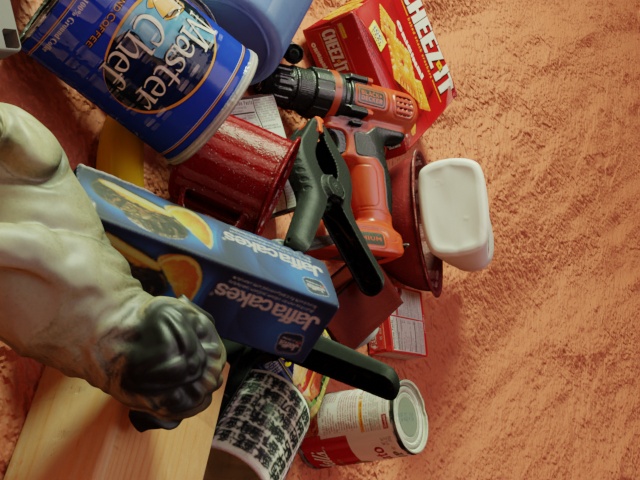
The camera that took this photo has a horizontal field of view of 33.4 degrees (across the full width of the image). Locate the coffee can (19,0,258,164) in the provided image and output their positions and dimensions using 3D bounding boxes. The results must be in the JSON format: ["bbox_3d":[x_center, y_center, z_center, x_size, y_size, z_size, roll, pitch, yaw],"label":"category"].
[{"bbox_3d":[-0.130,-0.136,0.763,0.140,0.103,0.102,37,44,-21],"label":"coffee can"}]

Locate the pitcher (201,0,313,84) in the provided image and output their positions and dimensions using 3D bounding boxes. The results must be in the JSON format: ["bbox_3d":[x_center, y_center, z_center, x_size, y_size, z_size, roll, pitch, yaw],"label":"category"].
[{"bbox_3d":[-0.055,-0.246,0.971,0.149,0.145,0.242,42,46,-26],"label":"pitcher"}]

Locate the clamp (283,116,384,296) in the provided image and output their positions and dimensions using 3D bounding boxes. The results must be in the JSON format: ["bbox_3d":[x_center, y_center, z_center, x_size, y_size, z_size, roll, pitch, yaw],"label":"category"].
[{"bbox_3d":[-0.003,-0.036,0.932,0.120,0.039,0.171,23,43,-55],"label":"clamp"}]

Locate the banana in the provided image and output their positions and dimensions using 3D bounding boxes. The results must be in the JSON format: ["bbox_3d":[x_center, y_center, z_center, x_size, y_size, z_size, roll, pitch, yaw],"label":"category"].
[{"bbox_3d":[-0.142,-0.016,0.800,0.069,0.037,0.198,8,71,-78],"label":"banana"}]

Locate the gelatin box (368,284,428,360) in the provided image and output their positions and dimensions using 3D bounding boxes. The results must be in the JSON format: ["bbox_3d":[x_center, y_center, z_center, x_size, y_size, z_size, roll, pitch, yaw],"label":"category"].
[{"bbox_3d":[0.079,0.087,1.130,0.089,0.030,0.073,16,65,-57],"label":"gelatin box"}]

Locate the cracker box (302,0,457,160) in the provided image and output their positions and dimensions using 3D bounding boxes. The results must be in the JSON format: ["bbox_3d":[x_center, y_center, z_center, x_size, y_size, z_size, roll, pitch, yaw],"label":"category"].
[{"bbox_3d":[0.075,-0.198,1.209,0.164,0.072,0.213,67,30,-15],"label":"cracker box"}]

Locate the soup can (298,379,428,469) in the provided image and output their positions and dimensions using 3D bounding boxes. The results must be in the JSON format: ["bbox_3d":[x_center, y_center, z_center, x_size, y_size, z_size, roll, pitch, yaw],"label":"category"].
[{"bbox_3d":[0.036,0.163,0.948,0.068,0.102,0.068,33,50,-50],"label":"soup can"}]

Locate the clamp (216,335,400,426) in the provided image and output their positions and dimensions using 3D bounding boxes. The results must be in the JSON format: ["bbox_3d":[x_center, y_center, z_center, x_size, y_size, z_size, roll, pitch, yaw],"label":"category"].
[{"bbox_3d":[-0.055,0.081,0.821,0.210,0.164,0.036,-129,-154,-53],"label":"clamp"}]

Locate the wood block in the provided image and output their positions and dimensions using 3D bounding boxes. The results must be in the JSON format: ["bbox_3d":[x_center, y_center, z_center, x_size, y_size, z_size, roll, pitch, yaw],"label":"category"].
[{"bbox_3d":[-0.136,0.151,0.675,0.090,0.090,0.206,48,40,-37],"label":"wood block"}]

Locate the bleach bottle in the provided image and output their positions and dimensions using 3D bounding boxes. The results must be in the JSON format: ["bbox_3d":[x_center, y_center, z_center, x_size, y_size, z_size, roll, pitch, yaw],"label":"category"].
[{"bbox_3d":[0.157,-0.020,1.172,0.250,0.068,0.102,23,62,-76],"label":"bleach bottle"}]

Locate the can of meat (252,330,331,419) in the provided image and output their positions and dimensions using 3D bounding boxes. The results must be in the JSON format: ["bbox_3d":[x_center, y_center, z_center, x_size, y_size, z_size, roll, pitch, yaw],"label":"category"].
[{"bbox_3d":[-0.033,0.096,0.909,0.084,0.058,0.102,60,34,-30],"label":"can of meat"}]

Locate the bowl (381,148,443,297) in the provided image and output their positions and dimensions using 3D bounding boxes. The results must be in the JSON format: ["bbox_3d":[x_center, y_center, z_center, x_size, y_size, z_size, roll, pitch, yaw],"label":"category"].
[{"bbox_3d":[0.091,-0.015,1.147,0.162,0.055,0.162,-8,90,-76],"label":"bowl"}]

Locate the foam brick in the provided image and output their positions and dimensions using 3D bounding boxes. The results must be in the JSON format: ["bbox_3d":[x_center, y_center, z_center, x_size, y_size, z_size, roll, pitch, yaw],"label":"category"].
[{"bbox_3d":[0.026,0.060,0.981,0.078,0.053,0.051,-41,105,-20],"label":"foam brick"}]

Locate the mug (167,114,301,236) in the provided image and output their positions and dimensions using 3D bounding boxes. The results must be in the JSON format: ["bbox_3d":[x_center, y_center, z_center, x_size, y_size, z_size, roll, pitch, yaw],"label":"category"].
[{"bbox_3d":[-0.075,-0.048,0.853,0.081,0.093,0.117,24,55,1],"label":"mug"}]

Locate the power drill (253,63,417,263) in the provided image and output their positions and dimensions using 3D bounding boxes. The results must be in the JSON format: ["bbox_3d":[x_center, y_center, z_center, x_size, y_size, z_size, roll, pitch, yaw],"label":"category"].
[{"bbox_3d":[0.016,-0.075,1.037,0.184,0.057,0.187,8,75,-30],"label":"power drill"}]

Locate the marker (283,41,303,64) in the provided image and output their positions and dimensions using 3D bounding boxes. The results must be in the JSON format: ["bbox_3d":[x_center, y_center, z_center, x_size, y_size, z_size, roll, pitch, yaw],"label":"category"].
[{"bbox_3d":[-0.029,-0.181,1.021,0.121,0.020,0.020,-110,177,-77],"label":"marker"}]

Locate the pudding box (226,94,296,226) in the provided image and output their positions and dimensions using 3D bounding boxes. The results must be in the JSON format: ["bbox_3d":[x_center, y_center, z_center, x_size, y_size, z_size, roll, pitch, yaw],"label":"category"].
[{"bbox_3d":[-0.062,-0.072,0.954,0.089,0.039,0.113,-21,93,-60],"label":"pudding box"}]
